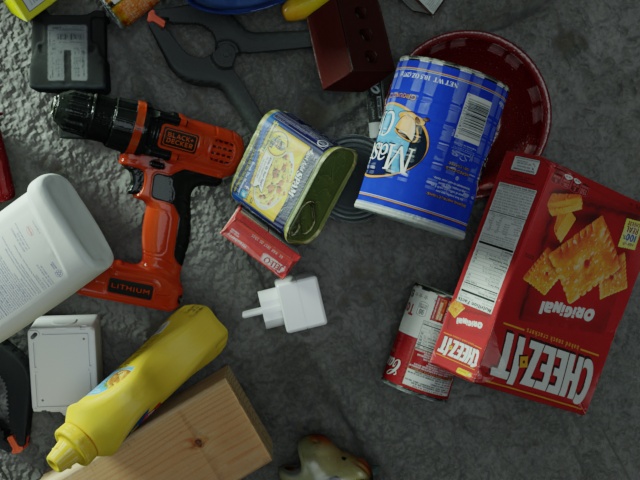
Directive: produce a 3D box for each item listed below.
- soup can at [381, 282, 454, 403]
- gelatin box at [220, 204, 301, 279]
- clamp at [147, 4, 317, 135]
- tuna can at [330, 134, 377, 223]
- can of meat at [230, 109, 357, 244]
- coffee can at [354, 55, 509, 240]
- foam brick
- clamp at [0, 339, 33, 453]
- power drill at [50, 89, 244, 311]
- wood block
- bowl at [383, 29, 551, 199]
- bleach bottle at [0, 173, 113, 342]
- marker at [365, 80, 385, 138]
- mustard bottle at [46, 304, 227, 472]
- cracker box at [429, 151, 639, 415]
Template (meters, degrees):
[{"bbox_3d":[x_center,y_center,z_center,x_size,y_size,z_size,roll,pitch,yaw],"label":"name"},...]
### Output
[{"bbox_3d":[0.107,0.099,1.036,0.068,0.068,0.102,19,91,-5],"label":"soup can"},{"bbox_3d":[-0.057,0.001,1.009,0.073,0.089,0.030,37,93,-5],"label":"gelatin box"},{"bbox_3d":[-0.090,-0.166,1.025,0.171,0.039,0.120,17,86,-7],"label":"clamp"},{"bbox_3d":[0.030,-0.060,1.040,0.086,0.034,0.086,0,93,-4],"label":"tuna can"},{"bbox_3d":[-0.028,-0.061,0.997,0.084,0.057,0.102,36,107,28],"label":"can of meat"},{"bbox_3d":[0.099,-0.082,0.953,0.102,0.103,0.140,17,91,-5],"label":"coffee can"},{"bbox_3d":[0.028,-0.185,1.009,0.052,0.051,0.078,-7,80,-38],"label":"foam brick"},{"bbox_3d":[-0.328,0.103,1.021,0.164,0.036,0.210,-35,92,1],"label":"clamp"},{"bbox_3d":[-0.177,-0.037,1.002,0.184,0.057,0.188,14,94,-17],"label":"power drill"},{"bbox_3d":[-0.156,0.214,1.013,0.206,0.090,0.091,-30,93,-2],"label":"wood block"},{"bbox_3d":[0.138,-0.119,1.034,0.162,0.055,0.162,0,93,-4],"label":"bowl"},{"bbox_3d":[-0.312,0.047,0.957,0.251,0.068,0.102,-32,91,13],"label":"bleach bottle"},{"bbox_3d":[0.052,-0.161,1.044,0.020,0.020,0.121,-6,93,-4],"label":"marker"},{"bbox_3d":[-0.171,0.138,0.965,0.058,0.096,0.191,51,56,-6],"label":"mustard bottle"},{"bbox_3d":[0.216,0.043,1.007,0.164,0.072,0.214,20,90,-34],"label":"cracker box"}]
